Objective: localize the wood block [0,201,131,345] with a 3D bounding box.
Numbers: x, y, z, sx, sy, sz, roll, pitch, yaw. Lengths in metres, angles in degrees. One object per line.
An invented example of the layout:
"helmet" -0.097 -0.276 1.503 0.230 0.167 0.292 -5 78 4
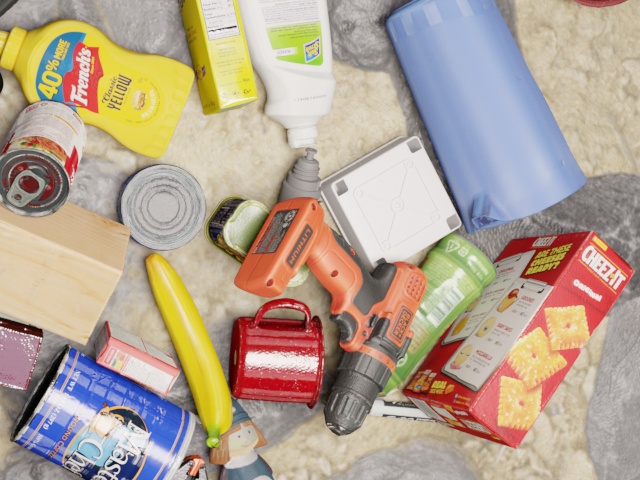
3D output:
"wood block" -0.288 0.002 0.966 0.206 0.091 0.090 24 112 -16

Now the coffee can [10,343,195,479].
"coffee can" -0.203 0.176 1.004 0.140 0.103 0.103 32 84 -15

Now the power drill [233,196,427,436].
"power drill" 0.008 0.064 0.991 0.187 0.057 0.184 43 60 -31

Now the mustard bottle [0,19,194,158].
"mustard bottle" -0.223 -0.154 1.006 0.191 0.058 0.096 21 97 -15

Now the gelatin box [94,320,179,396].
"gelatin box" -0.177 0.112 1.015 0.073 0.089 0.030 29 88 -15

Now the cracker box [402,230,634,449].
"cracker box" 0.195 0.096 1.070 0.072 0.164 0.213 41 76 -12

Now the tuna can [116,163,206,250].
"tuna can" -0.155 -0.032 1.043 0.086 0.034 0.086 -1 93 -16

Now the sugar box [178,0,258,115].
"sugar box" -0.105 -0.212 1.019 0.048 0.093 0.176 -17 96 -15

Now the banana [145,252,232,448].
"banana" -0.123 0.106 1.037 0.037 0.069 0.198 -21 75 -6

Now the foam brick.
"foam brick" -0.289 0.096 0.946 0.078 0.053 0.051 18 88 -16

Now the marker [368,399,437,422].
"marker" 0.082 0.179 1.127 0.121 0.020 0.020 8 90 -16

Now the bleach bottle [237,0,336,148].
"bleach bottle" -0.042 -0.216 1.053 0.102 0.068 0.251 -10 98 -15

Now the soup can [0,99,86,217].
"soup can" -0.250 -0.075 0.954 0.068 0.102 0.068 -1 122 -2

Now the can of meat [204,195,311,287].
"can of meat" -0.057 0.001 1.047 0.102 0.084 0.057 36 82 -15

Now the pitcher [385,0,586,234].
"pitcher" 0.168 -0.141 1.091 0.145 0.149 0.243 -25 96 2

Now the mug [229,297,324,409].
"mug" -0.043 0.108 1.048 0.081 0.093 0.117 5 122 -11
